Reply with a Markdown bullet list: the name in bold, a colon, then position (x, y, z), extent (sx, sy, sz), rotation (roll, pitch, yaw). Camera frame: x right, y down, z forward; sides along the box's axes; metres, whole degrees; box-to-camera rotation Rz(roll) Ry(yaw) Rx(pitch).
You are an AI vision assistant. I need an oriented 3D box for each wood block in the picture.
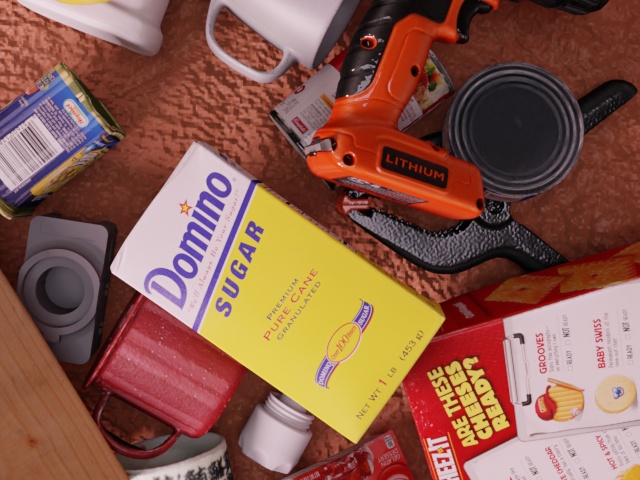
- **wood block**: position (-0.217, 0.090, 0.640), extent (0.090, 0.091, 0.206), rotation (-34, 93, -45)

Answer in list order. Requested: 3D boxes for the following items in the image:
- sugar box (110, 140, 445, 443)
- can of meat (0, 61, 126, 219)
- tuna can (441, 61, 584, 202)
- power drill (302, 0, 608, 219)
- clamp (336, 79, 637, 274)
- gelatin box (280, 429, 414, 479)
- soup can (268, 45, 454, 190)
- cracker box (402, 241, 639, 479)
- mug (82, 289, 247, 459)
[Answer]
- **sugar box**: position (-0.025, 0.029, 0.623), extent (0.176, 0.048, 0.093), rotation (34, 94, -2)
- **can of meat**: position (-0.172, -0.062, 0.664), extent (0.084, 0.102, 0.057), rotation (-38, 95, -2)
- **tuna can**: position (0.121, -0.068, 0.678), extent (0.086, 0.034, 0.086), rotation (0, 84, -3)
- **power drill**: position (0.077, -0.111, 0.627), extent (0.184, 0.057, 0.187), rotation (15, 83, -15)
- **clamp**: position (0.118, -0.015, 0.714), extent (0.210, 0.036, 0.164), rotation (-7, 94, -6)
- **gelatin box**: position (0.024, 0.175, 0.701), extent (0.089, 0.030, 0.073), rotation (-19, 82, -33)
- **soup can**: position (0.026, -0.089, 0.689), extent (0.102, 0.068, 0.068), rotation (-40, 95, 1)
- **cracker box**: position (0.168, 0.101, 0.690), extent (0.214, 0.072, 0.164), rotation (-17, 104, 4)
- **mug**: position (-0.099, 0.083, 0.679), extent (0.081, 0.093, 0.117), rotation (31, 66, -9)
